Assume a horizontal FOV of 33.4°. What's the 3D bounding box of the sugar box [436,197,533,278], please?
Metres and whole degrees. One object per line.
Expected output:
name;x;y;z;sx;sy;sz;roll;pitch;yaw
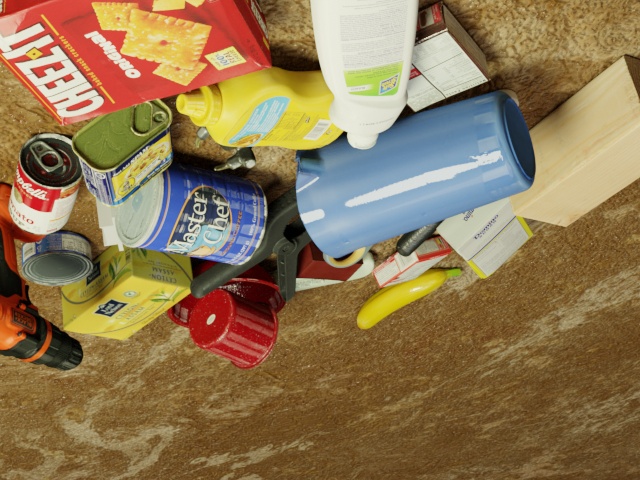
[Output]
sugar box;0.211;-0.012;1.358;0.093;0.048;0.176;-44;154;4

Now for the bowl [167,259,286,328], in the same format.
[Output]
bowl;-0.129;0.066;1.442;0.162;0.055;0.162;-8;152;-4

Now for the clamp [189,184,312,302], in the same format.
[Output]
clamp;-0.058;0.002;1.294;0.164;0.036;0.210;-2;135;-41

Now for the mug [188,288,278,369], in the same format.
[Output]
mug;-0.123;0.109;1.384;0.117;0.093;0.081;16;170;45

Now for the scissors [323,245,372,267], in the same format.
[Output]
scissors;0.084;-0.005;1.375;0.201;0.016;0.096;7;109;-28

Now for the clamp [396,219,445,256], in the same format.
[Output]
clamp;0.171;-0.046;1.339;0.120;0.039;0.172;-20;154;-35

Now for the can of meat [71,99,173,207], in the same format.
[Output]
can of meat;-0.197;-0.092;1.088;0.102;0.057;0.084;-42;163;-20

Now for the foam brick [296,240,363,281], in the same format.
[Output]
foam brick;0.007;0.018;1.401;0.078;0.053;0.051;4;149;-27

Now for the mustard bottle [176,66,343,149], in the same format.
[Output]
mustard bottle;-0.058;-0.131;1.051;0.191;0.058;0.096;-4;151;-41

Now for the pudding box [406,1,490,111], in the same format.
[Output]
pudding box;0.108;-0.182;1.074;0.090;0.039;0.113;-22;152;23

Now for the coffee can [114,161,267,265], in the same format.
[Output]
coffee can;-0.146;-0.032;1.201;0.140;0.103;0.103;12;145;-35

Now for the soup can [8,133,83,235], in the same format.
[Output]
soup can;-0.294;-0.059;1.141;0.068;0.068;0.102;3;150;-23

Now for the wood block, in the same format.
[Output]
wood block;0.313;-0.109;1.223;0.090;0.090;0.206;10;147;-32

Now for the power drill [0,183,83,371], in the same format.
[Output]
power drill;-0.333;0.044;1.193;0.057;0.187;0.184;-22;148;18

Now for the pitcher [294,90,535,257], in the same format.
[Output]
pitcher;0.106;-0.070;1.154;0.243;0.145;0.149;-16;-167;25

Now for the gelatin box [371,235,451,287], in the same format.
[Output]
gelatin box;0.124;0.029;1.463;0.073;0.030;0.089;-12;161;-43

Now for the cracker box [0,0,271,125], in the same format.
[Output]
cracker box;-0.169;-0.190;0.931;0.214;0.072;0.164;-14;152;10

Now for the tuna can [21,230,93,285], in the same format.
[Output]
tuna can;-0.325;0.022;1.318;0.086;0.034;0.086;-8;152;-4

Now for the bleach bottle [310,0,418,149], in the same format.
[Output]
bleach bottle;0.035;-0.179;0.977;0.102;0.068;0.251;-7;142;-6

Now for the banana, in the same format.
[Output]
banana;0.115;0.088;1.582;0.198;0.037;0.069;-30;145;33
